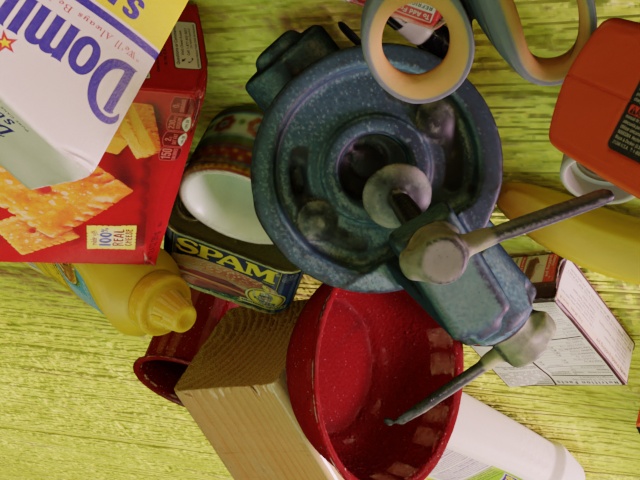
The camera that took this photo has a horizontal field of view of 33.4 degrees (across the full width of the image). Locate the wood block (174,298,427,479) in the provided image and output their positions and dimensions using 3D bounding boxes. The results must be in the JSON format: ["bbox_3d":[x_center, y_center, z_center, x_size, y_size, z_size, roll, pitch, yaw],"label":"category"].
[{"bbox_3d":[-0.004,0.150,0.768,0.091,0.090,0.206,-9,122,34],"label":"wood block"}]

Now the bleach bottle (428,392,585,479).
[{"bbox_3d":[0.117,0.170,0.879,0.250,0.068,0.103,28,147,-18],"label":"bleach bottle"}]

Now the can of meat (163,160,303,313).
[{"bbox_3d":[-0.055,0.001,0.707,0.102,0.057,0.084,20,153,0],"label":"can of meat"}]

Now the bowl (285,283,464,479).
[{"bbox_3d":[0.027,0.082,0.689,0.055,0.162,0.162,-2,144,40],"label":"bowl"}]

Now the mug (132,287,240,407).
[{"bbox_3d":[-0.095,0.081,0.835,0.093,0.081,0.117,37,146,-27],"label":"mug"}]

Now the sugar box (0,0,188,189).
[{"bbox_3d":[-0.093,-0.117,0.414,0.048,0.176,0.093,-7,141,38],"label":"sugar box"}]

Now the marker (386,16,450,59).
[{"bbox_3d":[0.027,-0.117,0.502,0.121,0.020,0.020,34,147,-24],"label":"marker"}]

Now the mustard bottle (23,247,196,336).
[{"bbox_3d":[-0.147,0.015,0.711,0.192,0.058,0.096,28,155,40],"label":"mustard bottle"}]

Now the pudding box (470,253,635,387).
[{"bbox_3d":[0.141,0.055,0.700,0.090,0.039,0.113,-8,142,38],"label":"pudding box"}]

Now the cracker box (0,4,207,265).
[{"bbox_3d":[-0.181,-0.056,0.573,0.213,0.072,0.164,1,146,-20],"label":"cracker box"}]

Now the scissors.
[{"bbox_3d":[0.026,-0.119,0.367,0.096,0.016,0.201,-27,127,26],"label":"scissors"}]
